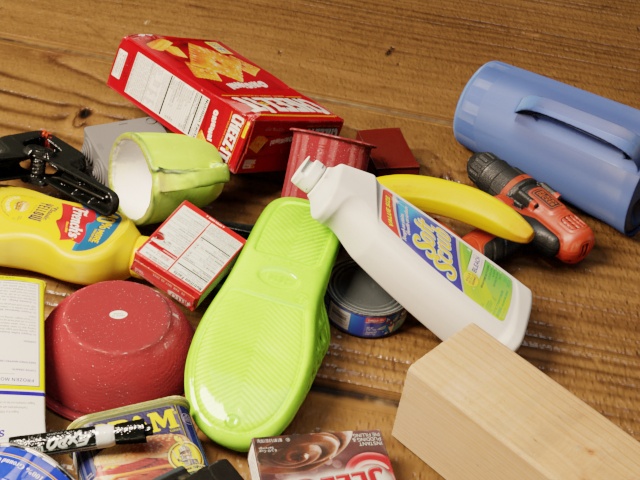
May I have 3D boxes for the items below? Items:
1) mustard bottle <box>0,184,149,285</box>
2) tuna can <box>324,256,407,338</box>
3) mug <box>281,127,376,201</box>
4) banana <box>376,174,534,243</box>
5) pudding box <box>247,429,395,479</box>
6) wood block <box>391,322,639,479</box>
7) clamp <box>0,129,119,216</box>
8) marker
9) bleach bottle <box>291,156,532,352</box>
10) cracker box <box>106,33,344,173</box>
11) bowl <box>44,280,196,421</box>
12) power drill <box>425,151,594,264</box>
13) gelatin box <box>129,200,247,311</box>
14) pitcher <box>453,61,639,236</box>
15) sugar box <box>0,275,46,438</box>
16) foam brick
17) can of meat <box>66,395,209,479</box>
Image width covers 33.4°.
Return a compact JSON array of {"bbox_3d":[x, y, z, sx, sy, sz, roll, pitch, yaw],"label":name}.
[{"bbox_3d":[-0.236,0.001,1.025,0.191,0.058,0.096,14,31,5],"label":"mustard bottle"},{"bbox_3d":[0.045,0.054,1.034,0.086,0.034,0.086,5,39,-5],"label":"tuna can"},{"bbox_3d":[0.002,-0.069,1.120,0.093,0.081,0.117,11,3,-18],"label":"mug"},{"bbox_3d":[0.113,-0.033,1.065,0.198,0.037,0.069,6,54,0],"label":"banana"},{"bbox_3d":[0.004,0.198,0.848,0.113,0.039,0.090,-3,41,-14],"label":"pudding box"},{"bbox_3d":[0.169,0.172,0.872,0.206,0.091,0.090,36,46,29],"label":"wood block"},{"bbox_3d":[-0.274,-0.072,1.070,0.164,0.036,0.210,13,15,-7],"label":"clamp"},{"bbox_3d":[-0.186,0.150,0.799,0.121,0.020,0.020,-7,41,-7],"label":"marker"},{"bbox_3d":[0.078,0.013,0.987,0.250,0.068,0.102,37,39,-7],"label":"bleach bottle"},{"bbox_3d":[-0.105,-0.156,1.193,0.214,0.072,0.163,35,25,29],"label":"cracker box"},{"bbox_3d":[-0.179,0.085,0.937,0.162,0.055,0.162,6,39,-5],"label":"bowl"},{"bbox_3d":[0.170,-0.024,1.135,0.187,0.057,0.185,-19,44,-29],"label":"power drill"},{"bbox_3d":[-0.122,0.014,0.993,0.073,0.030,0.089,33,47,6],"label":"gelatin box"},{"bbox_3d":[0.273,-0.117,1.204,0.243,0.149,0.144,29,43,27],"label":"pitcher"},{"bbox_3d":[-0.270,0.110,0.860,0.093,0.048,0.176,5,55,-20],"label":"sugar box"},{"bbox_3d":[0.072,-0.083,1.191,0.053,0.051,0.078,-4,41,-14],"label":"foam brick"},{"bbox_3d":[-0.139,0.178,0.833,0.102,0.057,0.084,-10,46,-21],"label":"can of meat"}]
